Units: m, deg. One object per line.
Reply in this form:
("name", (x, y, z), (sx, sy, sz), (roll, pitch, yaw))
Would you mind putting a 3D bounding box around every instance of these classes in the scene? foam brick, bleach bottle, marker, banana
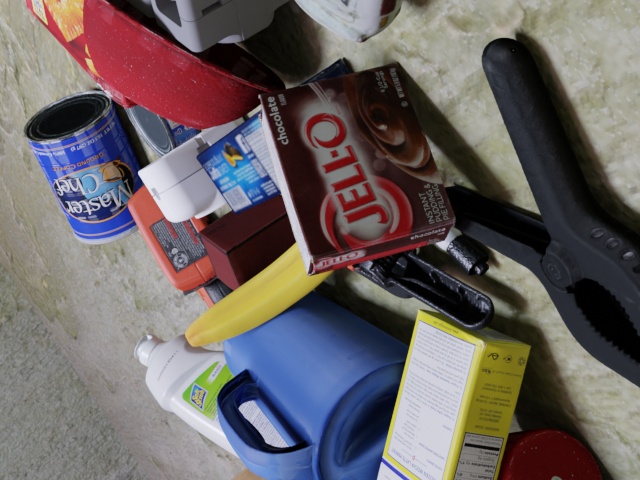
("foam brick", (-0.056, 0.001, 0.928), (0.053, 0.078, 0.051), (32, 150, 50))
("bleach bottle", (-0.072, 0.154, 1.036), (0.251, 0.102, 0.068), (28, 161, 23))
("marker", (0.068, -0.019, 0.715), (0.121, 0.020, 0.020), (45, 157, 24))
("banana", (-0.032, 0.028, 0.865), (0.198, 0.069, 0.037), (-42, 56, 33))

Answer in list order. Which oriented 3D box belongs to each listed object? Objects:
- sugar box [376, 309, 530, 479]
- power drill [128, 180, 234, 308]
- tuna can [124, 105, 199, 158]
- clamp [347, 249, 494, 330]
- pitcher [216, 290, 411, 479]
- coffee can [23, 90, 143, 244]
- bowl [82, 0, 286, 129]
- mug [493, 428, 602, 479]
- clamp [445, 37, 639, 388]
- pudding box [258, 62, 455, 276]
("sugar box", (0.084, 0.144, 0.733), (0.093, 0.048, 0.176), (-157, 78, -66))
("power drill", (-0.133, -0.008, 1.050), (0.184, 0.057, 0.187), (57, 179, 8))
("tuna can", (-0.152, -0.120, 1.012), (0.086, 0.033, 0.086), (45, 157, 25))
("clamp", (0.043, 0.006, 0.742), (0.120, 0.039, 0.172), (50, 167, -19))
("pitcher", (-0.001, 0.120, 0.879), (0.149, 0.145, 0.243), (37, 177, -30))
("coffee can", (-0.255, -0.081, 1.192), (0.103, 0.102, 0.140), (30, 147, 48))
("bowl", (-0.107, -0.125, 0.753), (0.162, 0.055, 0.162), (29, -165, -8))
("mug", (0.138, 0.185, 0.744), (0.093, 0.117, 0.082), (33, 156, -10))
("clamp", (0.135, 0.009, 0.588), (0.210, 0.036, 0.165), (54, 161, 13))
("pudding box", (0.020, -0.043, 0.644), (0.039, 0.090, 0.113), (103, 150, -67))
